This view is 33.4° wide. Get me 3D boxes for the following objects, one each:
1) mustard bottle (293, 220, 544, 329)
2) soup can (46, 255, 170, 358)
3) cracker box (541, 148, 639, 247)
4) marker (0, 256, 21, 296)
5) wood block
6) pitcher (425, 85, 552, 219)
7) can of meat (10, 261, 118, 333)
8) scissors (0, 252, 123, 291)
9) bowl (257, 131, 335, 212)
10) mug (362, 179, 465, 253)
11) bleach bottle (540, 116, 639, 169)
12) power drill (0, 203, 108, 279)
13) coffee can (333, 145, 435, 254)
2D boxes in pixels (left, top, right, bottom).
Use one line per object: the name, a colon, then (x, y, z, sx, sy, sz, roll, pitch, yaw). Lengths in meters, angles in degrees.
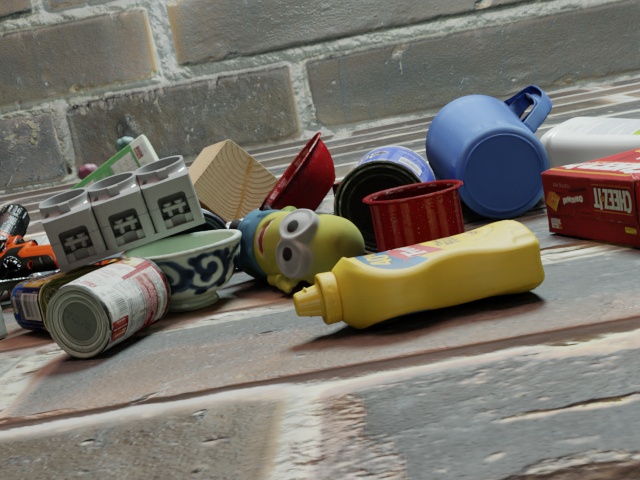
mustard bottle: (0.073, 0.031, 0.848, 0.191, 0.058, 0.096, -13, 9, -9)
soup can: (-0.189, 0.059, 0.957, 0.069, 0.068, 0.102, -7, 11, 24)
cracker box: (0.346, -0.057, 1.021, 0.213, 0.072, 0.164, -14, 9, -16)
marker: (-0.345, 0.054, 1.128, 0.020, 0.020, 0.121, -21, -19, -48)
wood block: (-0.139, -0.075, 1.503, 0.091, 0.090, 0.206, -53, 13, -8)
pitcher: (0.211, -0.109, 1.297, 0.145, 0.149, 0.243, 1, 13, 0)
can of meat: (-0.250, 0.057, 1.074, 0.101, 0.057, 0.084, -18, 10, -37)
scissors: (-0.299, 0.052, 1.137, 0.201, 0.016, 0.096, -17, -24, -38)
bowl: (-0.028, -0.063, 1.402, 0.162, 0.055, 0.162, -52, 7, 9)
mug: (0.092, -0.009, 0.991, 0.093, 0.081, 0.117, -10, 9, 4)
bleach bottle: (0.404, -0.117, 1.347, 0.102, 0.068, 0.251, -29, 21, -29)
power drill: (-0.335, 0.005, 1.278, 0.188, 0.057, 0.184, -14, 37, 20)
coffee can: (0.074, -0.046, 1.177, 0.103, 0.103, 0.140, -9, 10, 10)
